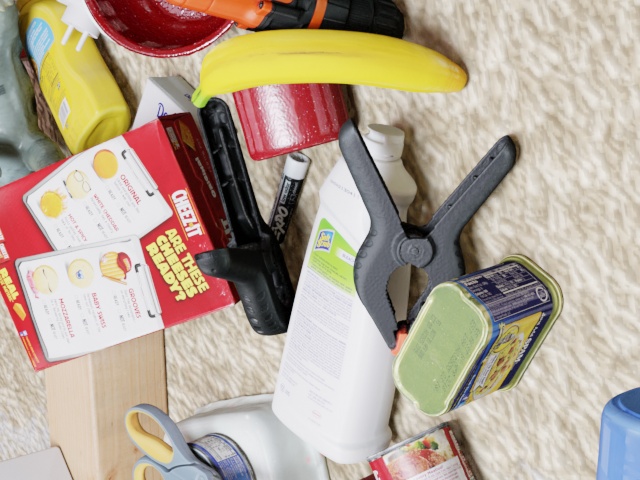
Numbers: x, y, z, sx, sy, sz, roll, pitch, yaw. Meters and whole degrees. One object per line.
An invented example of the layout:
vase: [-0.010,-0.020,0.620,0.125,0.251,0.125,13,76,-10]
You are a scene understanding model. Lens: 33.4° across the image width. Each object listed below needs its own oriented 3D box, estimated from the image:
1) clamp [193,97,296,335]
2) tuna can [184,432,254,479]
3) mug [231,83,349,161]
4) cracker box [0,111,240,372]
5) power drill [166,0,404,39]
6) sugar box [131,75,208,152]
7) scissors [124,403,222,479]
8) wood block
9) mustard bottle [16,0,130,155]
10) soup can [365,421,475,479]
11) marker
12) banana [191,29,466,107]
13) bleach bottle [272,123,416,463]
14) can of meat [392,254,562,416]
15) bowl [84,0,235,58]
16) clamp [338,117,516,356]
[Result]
clamp: [-0.055,0.001,0.836,0.036,0.210,0.164,-12,56,10]
tuna can: [-0.095,0.211,0.910,0.086,0.033,0.086,12,107,43]
mug: [-0.027,-0.109,0.827,0.117,0.093,0.081,-176,70,-76]
cracker box: [-0.179,0.004,0.917,0.214,0.072,0.164,-20,96,22]
power drill: [-0.017,-0.233,0.748,0.057,0.184,0.187,-14,70,60]
sugar box: [-0.142,-0.052,0.979,0.093,0.048,0.176,44,123,29]
scissors: [-0.100,0.208,0.878,0.202,0.016,0.096,34,123,36]
wood block: [-0.214,0.153,1.066,0.091,0.090,0.206,11,107,44]
mustard bottle: [-0.252,-0.179,1.049,0.192,0.058,0.096,61,148,16]
soup can: [0.085,0.194,0.788,0.069,0.068,0.102,-36,74,44]
marker: [-0.034,-0.017,0.895,0.020,0.020,0.121,39,124,33]
banana: [0.001,-0.121,0.733,0.198,0.069,0.037,-1,80,8]
bleach bottle: [0.029,0.037,0.814,0.103,0.067,0.251,30,117,39]
can of meat: [0.105,0.066,0.726,0.057,0.083,0.102,43,127,29]
bowl: [-0.116,-0.229,0.878,0.162,0.055,0.162,2,95,18]
clamp: [0.075,-0.003,0.744,0.120,0.039,0.171,0,111,9]
